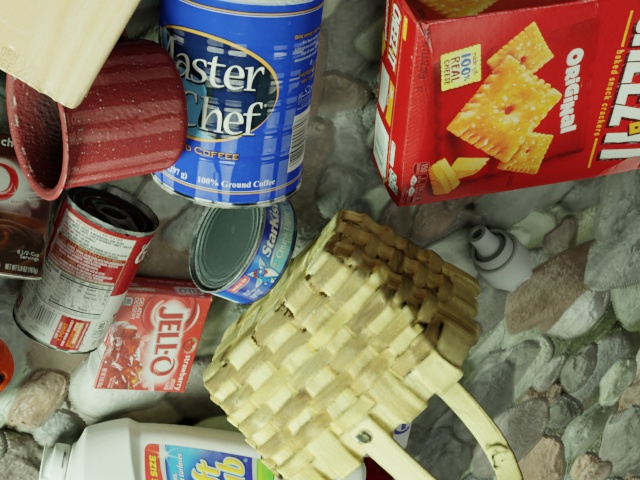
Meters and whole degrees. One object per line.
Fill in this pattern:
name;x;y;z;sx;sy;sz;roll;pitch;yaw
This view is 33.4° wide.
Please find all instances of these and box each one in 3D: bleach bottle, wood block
bleach bottle;-0.095;0.200;0.844;0.250;0.068;0.102;10;84;-12
wood block;-0.102;-0.181;0.514;0.090;0.091;0.206;30;117;-16

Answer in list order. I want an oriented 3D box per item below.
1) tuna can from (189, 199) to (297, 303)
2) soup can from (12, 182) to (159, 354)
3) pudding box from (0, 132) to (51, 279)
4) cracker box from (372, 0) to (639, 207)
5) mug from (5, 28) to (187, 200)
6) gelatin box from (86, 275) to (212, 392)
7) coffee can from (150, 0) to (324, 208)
tuna can;-0.055;0.001;0.757;0.033;0.086;0.086;24;107;-35
soup can;-0.161;0.018;0.730;0.068;0.068;0.102;16;112;-32
pudding box;-0.227;-0.025;0.665;0.113;0.039;0.090;10;79;-32
cracker box;0.151;-0.114;0.756;0.213;0.072;0.164;-9;136;-11
mug;-0.135;-0.088;0.636;0.081;0.093;0.117;-13;89;-33
gelatin box;-0.128;0.070;0.801;0.073;0.030;0.089;7;117;-28
coffee can;-0.054;-0.105;0.681;0.102;0.103;0.140;-5;121;-22
